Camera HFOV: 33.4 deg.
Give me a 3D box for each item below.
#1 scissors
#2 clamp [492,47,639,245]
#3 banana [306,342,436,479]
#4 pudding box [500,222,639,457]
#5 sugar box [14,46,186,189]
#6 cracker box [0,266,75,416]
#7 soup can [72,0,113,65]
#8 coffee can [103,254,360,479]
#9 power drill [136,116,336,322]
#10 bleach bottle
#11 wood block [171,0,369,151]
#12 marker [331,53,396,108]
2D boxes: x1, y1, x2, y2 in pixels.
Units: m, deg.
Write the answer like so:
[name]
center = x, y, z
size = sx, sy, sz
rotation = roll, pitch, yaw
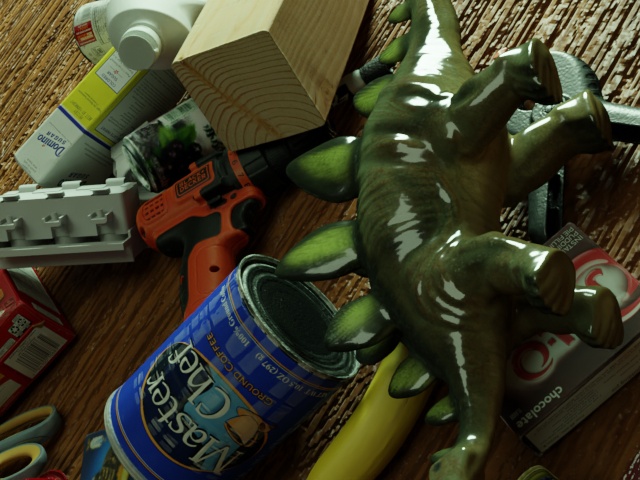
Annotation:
[scissors]
center = -0.292, 0.195, 0.837
size = 0.201, 0.016, 0.096
rotation = -31, 27, -10
[clamp]
center = 0.154, -0.068, 0.709
size = 0.120, 0.039, 0.172
rotation = -40, 40, 1
[banana]
center = 0.044, 0.091, 0.686
size = 0.070, 0.037, 0.197
rotation = -10, 51, 56
[pudding box]
center = 0.139, 0.057, 0.629
size = 0.113, 0.039, 0.090
rotation = -44, 44, 5
[sugar box]
center = -0.191, -0.116, 0.973
size = 0.176, 0.093, 0.048
rotation = -45, 73, 1
[cracker box]
center = -0.330, 0.077, 0.963
size = 0.164, 0.072, 0.214
rotation = -48, 42, 0
[soup can]
center = -0.189, -0.218, 1.066
size = 0.102, 0.068, 0.068
rotation = -11, 54, 33
[coffee can]
center = -0.058, 0.093, 0.694
size = 0.140, 0.102, 0.103
rotation = -45, 42, 20
[power drill]
center = -0.055, 0.001, 0.814
size = 0.185, 0.057, 0.187
rotation = -30, 44, 18
[bleach bottle]
center = -0.113, -0.200, 0.902
size = 0.250, 0.102, 0.068
rotation = -75, 4, -58
[wood block]
center = -0.031, -0.177, 0.858
size = 0.090, 0.090, 0.206
rotation = -13, 38, 28
[marker]
center = 0.008, -0.118, 0.873
size = 0.121, 0.020, 0.020
rotation = -28, 47, 20
